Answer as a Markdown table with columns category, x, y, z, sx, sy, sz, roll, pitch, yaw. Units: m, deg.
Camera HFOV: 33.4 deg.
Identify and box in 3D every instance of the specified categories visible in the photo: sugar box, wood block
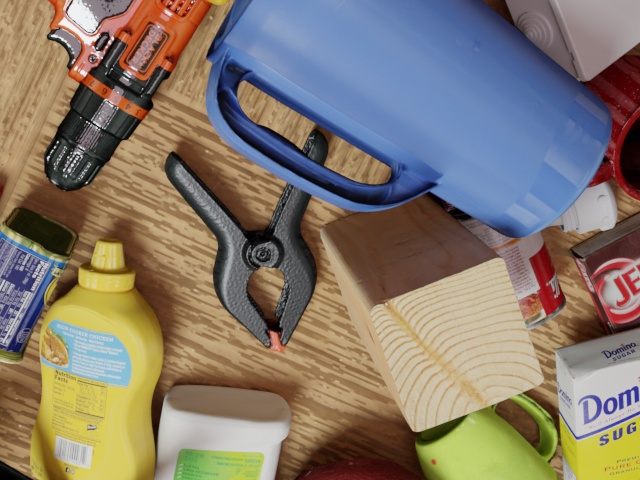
| category | x | y | z | sx | sy | sz | roll | pitch | yaw |
| --- | --- | --- | --- | --- | --- | --- | --- | --- | --- |
| sugar box | 0.243 | 0.157 | 0.861 | 0.093 | 0.048 | 0.176 | -14 | 122 | -4 |
| wood block | 0.068 | 0.040 | 0.743 | 0.090 | 0.206 | 0.091 | -21 | 107 | -3 |

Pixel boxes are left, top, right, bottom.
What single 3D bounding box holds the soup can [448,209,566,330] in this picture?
| category | x | y | z | sx | sy | sz | roll | pitch | yaw |
| --- | --- | --- | --- | --- | --- | --- | --- | --- | --- |
| soup can | 0.139 | 0.012 | 0.818 | 0.068 | 0.068 | 0.102 | -24 | 105 | -2 |

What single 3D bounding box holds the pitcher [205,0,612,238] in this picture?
| category | x | y | z | sx | sy | sz | roll | pitch | yaw |
| --- | --- | --- | --- | --- | --- | --- | --- | --- | --- |
| pitcher | 0.054 | -0.097 | 0.668 | 0.242 | 0.145 | 0.149 | 33 | 118 | -13 |

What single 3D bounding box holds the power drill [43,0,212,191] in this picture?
| category | x | y | z | sx | sy | sz | roll | pitch | yaw |
| --- | --- | --- | --- | --- | --- | --- | --- | --- | --- |
| power drill | -0.192 | -0.150 | 0.737 | 0.187 | 0.057 | 0.184 | 33 | 93 | -17 |

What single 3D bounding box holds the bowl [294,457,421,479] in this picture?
| category | x | y | z | sx | sy | sz | roll | pitch | yaw |
| --- | --- | --- | --- | --- | --- | --- | --- | --- | --- |
| bowl | 0.026 | 0.212 | 0.833 | 0.162 | 0.055 | 0.162 | -5 | 148 | -3 |

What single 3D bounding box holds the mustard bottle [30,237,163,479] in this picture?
| category | x | y | z | sx | sy | sz | roll | pitch | yaw |
| --- | --- | --- | --- | --- | --- | --- | --- | --- | --- |
| mustard bottle | -0.164 | 0.093 | 0.792 | 0.096 | 0.058 | 0.192 | 12 | 103 | 24 |

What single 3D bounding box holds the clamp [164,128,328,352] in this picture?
| category | x | y | z | sx | sy | sz | roll | pitch | yaw |
| --- | --- | --- | --- | --- | --- | --- | --- | --- | --- |
| clamp | -0.055 | 0.001 | 0.803 | 0.120 | 0.039 | 0.171 | 1 | 104 | -2 |

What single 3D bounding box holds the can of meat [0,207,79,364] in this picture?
| category | x | y | z | sx | sy | sz | roll | pitch | yaw |
| --- | --- | --- | --- | --- | --- | --- | --- | --- | --- |
| can of meat | -0.215 | 0.028 | 0.754 | 0.057 | 0.102 | 0.084 | 28 | 96 | -13 |

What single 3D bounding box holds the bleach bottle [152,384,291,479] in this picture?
| category | x | y | z | sx | sy | sz | roll | pitch | yaw |
| --- | --- | --- | --- | --- | --- | --- | --- | --- | --- |
| bleach bottle | -0.090 | 0.243 | 0.846 | 0.102 | 0.068 | 0.251 | 7 | 105 | -7 |
